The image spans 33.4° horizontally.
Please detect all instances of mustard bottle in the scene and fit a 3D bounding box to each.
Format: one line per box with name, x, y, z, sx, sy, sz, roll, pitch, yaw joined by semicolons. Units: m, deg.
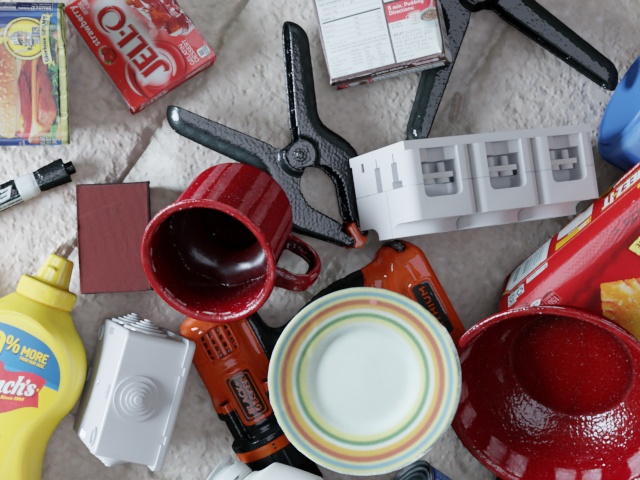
mustard bottle;-0.215;0.100;0.734;0.096;0.058;0.191;22;84;7

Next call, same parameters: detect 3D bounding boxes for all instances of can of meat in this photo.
can of meat;-0.215;-0.113;0.729;0.083;0.057;0.102;-2;112;-13

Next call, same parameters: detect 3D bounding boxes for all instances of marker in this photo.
marker;-0.231;-0.028;0.754;0.121;0.020;0.020;-25;93;-9

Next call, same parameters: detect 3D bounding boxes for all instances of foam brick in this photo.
foam brick;-0.144;-0.001;0.751;0.051;0.053;0.078;-2;90;-10

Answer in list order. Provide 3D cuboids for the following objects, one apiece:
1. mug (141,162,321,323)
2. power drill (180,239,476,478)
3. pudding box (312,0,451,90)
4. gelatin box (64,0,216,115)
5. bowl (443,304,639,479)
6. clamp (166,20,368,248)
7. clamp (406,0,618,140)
mug;-0.055;0.001;0.736;0.117;0.081;0.093;19;120;3
power drill;0.015;0.099;0.775;0.187;0.057;0.184;-29;97;-10
pudding box;0.040;-0.175;0.779;0.090;0.039;0.113;-12;86;12
gelatin box;-0.129;-0.147;0.768;0.073;0.030;0.089;-35;94;-8
bowl;0.170;0.102;0.744;0.162;0.055;0.162;12;122;19
clamp;-0.015;-0.072;0.782;0.120;0.039;0.171;-45;102;-3
clamp;0.129;-0.184;0.806;0.164;0.036;0.210;-11;89;-1
